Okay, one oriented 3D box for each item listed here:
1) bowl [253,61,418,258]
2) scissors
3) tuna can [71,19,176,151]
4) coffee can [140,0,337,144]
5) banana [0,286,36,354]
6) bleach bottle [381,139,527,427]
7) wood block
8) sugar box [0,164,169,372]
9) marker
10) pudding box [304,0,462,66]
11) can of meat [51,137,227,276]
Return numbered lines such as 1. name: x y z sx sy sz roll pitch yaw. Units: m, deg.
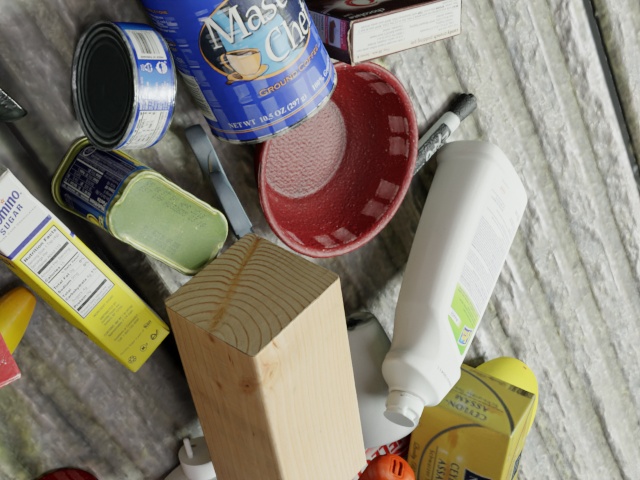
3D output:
1. bowl: 0.002 -0.070 0.858 0.161 0.055 0.162 -16 118 -34
2. scissors: -0.055 0.001 0.822 0.016 0.096 0.201 -27 123 -4
3. tuna can: -0.132 -0.103 0.713 0.033 0.086 0.086 -7 112 -39
4. coffee can: -0.060 -0.152 0.739 0.102 0.103 0.140 -42 129 -19
5. banana: -0.245 0.126 0.751 0.069 0.037 0.198 -4 110 -44
6. bleach bottle: 0.107 0.040 0.928 0.102 0.068 0.250 49 55 -41
7. wood block: -0.035 0.110 0.788 0.090 0.090 0.206 -41 140 -31
8. sugar box: -0.183 0.012 0.714 0.048 0.093 0.176 -51 131 -12
9. marker: 0.099 -0.088 0.954 0.121 0.020 0.020 -47 131 -14
10. pudding box: 0.039 -0.172 0.822 0.113 0.090 0.039 -23 122 -30
11. can of meat: -0.125 -0.023 0.753 0.102 0.084 0.057 32 87 -43
